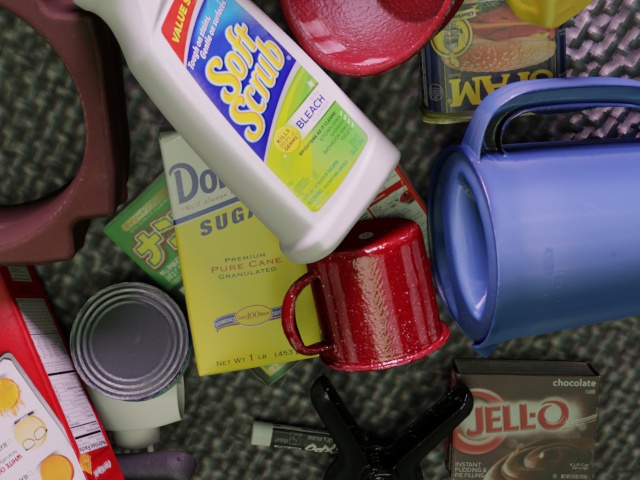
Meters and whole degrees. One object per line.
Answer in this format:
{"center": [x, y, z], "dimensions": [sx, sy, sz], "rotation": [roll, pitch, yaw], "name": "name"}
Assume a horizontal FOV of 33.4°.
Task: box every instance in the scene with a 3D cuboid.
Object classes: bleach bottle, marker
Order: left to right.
{"center": [-0.068, -0.103, 0.659], "dimensions": [0.250, 0.068, 0.102], "rotation": [43, 70, -17], "name": "bleach bottle"}
{"center": [0.006, 0.160, 0.849], "dimensions": [0.121, 0.020, 0.020], "rotation": [8, 112, -5], "name": "marker"}

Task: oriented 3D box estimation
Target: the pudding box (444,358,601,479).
{"center": [0.155, 0.139, 0.829], "dimensions": [0.113, 0.039, 0.090], "rotation": [0, 106, -3], "name": "pudding box"}

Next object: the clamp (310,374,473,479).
{"center": [0.035, 0.167, 0.817], "dimensions": [0.120, 0.039, 0.172], "rotation": [15, 120, -6], "name": "clamp"}

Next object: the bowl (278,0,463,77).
{"center": [0.044, -0.181, 0.663], "dimensions": [0.055, 0.162, 0.162], "rotation": [-5, 120, -44], "name": "bowl"}

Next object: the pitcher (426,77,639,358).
{"center": [0.200, -0.019, 0.708], "dimensions": [0.242, 0.149, 0.145], "rotation": [-7, 69, -11], "name": "pitcher"}

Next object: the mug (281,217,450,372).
{"center": [0.025, 0.037, 0.722], "dimensions": [0.117, 0.093, 0.081], "rotation": [-19, 106, -23], "name": "mug"}

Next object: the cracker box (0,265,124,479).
{"center": [-0.246, 0.143, 0.765], "dimensions": [0.164, 0.072, 0.214], "rotation": [-26, 83, 10], "name": "cracker box"}

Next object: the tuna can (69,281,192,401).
{"center": [-0.137, 0.075, 0.782], "dimensions": [0.086, 0.034, 0.086], "rotation": [0, 78, 1], "name": "tuna can"}

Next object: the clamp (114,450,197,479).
{"center": [-0.201, 0.200, 0.839], "dimensions": [0.210, 0.036, 0.165], "rotation": [14, 128, 7], "name": "clamp"}

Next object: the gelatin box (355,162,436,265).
{"center": [0.044, -0.012, 0.774], "dimensions": [0.073, 0.030, 0.089], "rotation": [-33, 109, 13], "name": "gelatin box"}

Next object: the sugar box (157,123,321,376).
{"center": [-0.055, 0.001, 0.750], "dimensions": [0.093, 0.048, 0.176], "rotation": [-10, 108, -6], "name": "sugar box"}

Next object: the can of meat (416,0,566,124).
{"center": [0.114, -0.128, 0.714], "dimensions": [0.102, 0.057, 0.084], "rotation": [-6, 109, 0], "name": "can of meat"}
